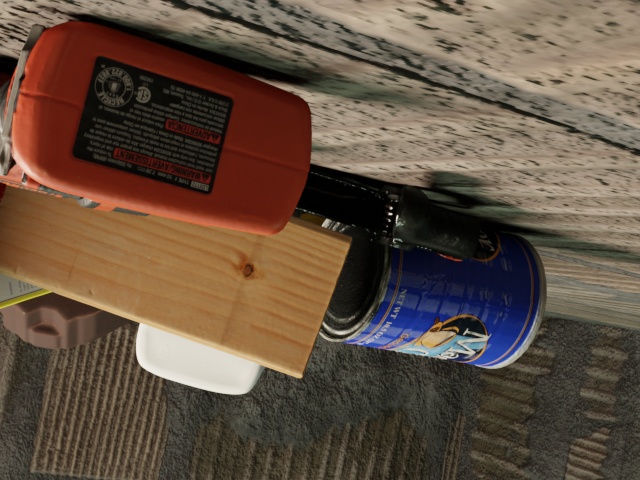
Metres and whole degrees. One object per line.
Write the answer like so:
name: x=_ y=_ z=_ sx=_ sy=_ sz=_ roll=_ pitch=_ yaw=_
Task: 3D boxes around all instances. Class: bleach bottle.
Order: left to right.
bleach bottle: x=-0.082 y=0.062 z=0.922 sx=0.102 sy=0.068 sz=0.251 roll=17 pitch=-171 yaw=0

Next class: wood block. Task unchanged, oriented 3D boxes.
wood block: x=-0.095 y=0.005 z=0.655 sx=0.206 sy=0.091 sz=0.090 roll=20 pitch=179 yaw=-3

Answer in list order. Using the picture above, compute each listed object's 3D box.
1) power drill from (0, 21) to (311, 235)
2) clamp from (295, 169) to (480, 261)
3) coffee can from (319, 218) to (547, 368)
power drill: x=-0.079 y=-0.037 z=0.445 sx=0.184 sy=0.057 sz=0.188 roll=12 pitch=176 yaw=-29
clamp: x=0.034 y=-0.017 z=0.637 sx=0.120 sy=0.039 sz=0.171 roll=21 pitch=179 yaw=28
coffee can: x=0.075 y=0.032 z=0.764 sx=0.140 sy=0.103 sz=0.103 roll=13 pitch=176 yaw=-30
